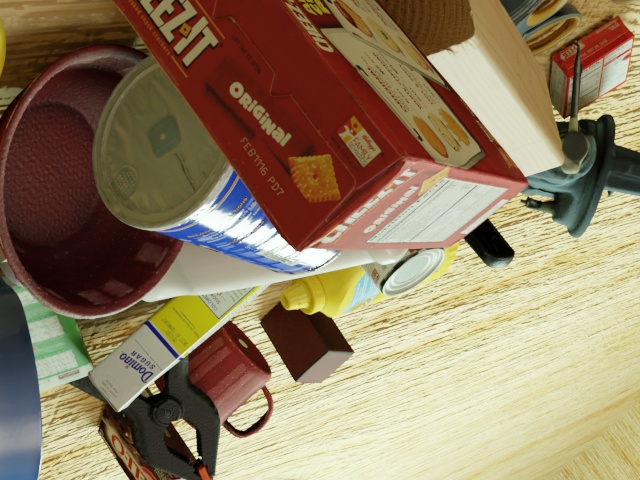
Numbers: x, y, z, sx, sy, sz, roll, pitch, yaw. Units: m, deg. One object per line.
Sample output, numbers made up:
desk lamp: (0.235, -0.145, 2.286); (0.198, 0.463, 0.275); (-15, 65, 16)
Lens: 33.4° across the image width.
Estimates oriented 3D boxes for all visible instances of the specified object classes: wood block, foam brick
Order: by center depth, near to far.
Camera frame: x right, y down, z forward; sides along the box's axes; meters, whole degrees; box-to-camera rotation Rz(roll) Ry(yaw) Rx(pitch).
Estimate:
wood block: (0.093, -0.115, 0.746); (0.091, 0.090, 0.205); (-17, 155, 22)
foam brick: (-0.014, 0.099, 1.083); (0.051, 0.078, 0.052); (-44, 152, 21)

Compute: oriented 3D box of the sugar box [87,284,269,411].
sugar box: (-0.109, 0.064, 0.874); (0.176, 0.048, 0.093); (-39, 179, -8)

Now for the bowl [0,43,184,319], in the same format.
bowl: (-0.144, -0.037, 0.636); (0.161, 0.055, 0.162); (-20, 115, -52)

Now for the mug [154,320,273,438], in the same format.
mug: (-0.093, 0.134, 1.010); (0.081, 0.117, 0.093); (-42, -179, 4)

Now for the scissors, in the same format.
scissors: (0.136, -0.161, 0.868); (0.201, 0.016, 0.096); (-25, 153, -21)

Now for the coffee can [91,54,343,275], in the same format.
coffee can: (-0.049, -0.042, 0.631); (0.103, 0.103, 0.140); (-42, 149, 17)

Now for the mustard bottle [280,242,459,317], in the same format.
mustard bottle: (0.044, 0.030, 1.053); (0.191, 0.058, 0.096); (-20, 153, -30)

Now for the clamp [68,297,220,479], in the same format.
clamp: (-0.133, 0.137, 0.943); (0.120, 0.171, 0.039); (-37, -161, -2)

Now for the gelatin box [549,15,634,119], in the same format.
gelatin box: (0.252, -0.161, 0.998); (0.073, 0.030, 0.089); (-32, 157, -3)

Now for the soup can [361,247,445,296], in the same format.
soup can: (0.054, -0.010, 0.937); (0.068, 0.102, 0.068); (-28, 155, -15)

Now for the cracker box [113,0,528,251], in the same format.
cracker box: (0.008, -0.074, 0.545); (0.072, 0.164, 0.213); (-42, 164, 19)

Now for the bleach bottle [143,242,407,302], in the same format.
bleach bottle: (-0.055, 0.001, 0.767); (0.251, 0.068, 0.102); (-16, -162, 26)

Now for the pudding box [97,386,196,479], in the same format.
pudding box: (-0.168, 0.201, 1.033); (0.039, 0.113, 0.090); (-22, 153, -34)
